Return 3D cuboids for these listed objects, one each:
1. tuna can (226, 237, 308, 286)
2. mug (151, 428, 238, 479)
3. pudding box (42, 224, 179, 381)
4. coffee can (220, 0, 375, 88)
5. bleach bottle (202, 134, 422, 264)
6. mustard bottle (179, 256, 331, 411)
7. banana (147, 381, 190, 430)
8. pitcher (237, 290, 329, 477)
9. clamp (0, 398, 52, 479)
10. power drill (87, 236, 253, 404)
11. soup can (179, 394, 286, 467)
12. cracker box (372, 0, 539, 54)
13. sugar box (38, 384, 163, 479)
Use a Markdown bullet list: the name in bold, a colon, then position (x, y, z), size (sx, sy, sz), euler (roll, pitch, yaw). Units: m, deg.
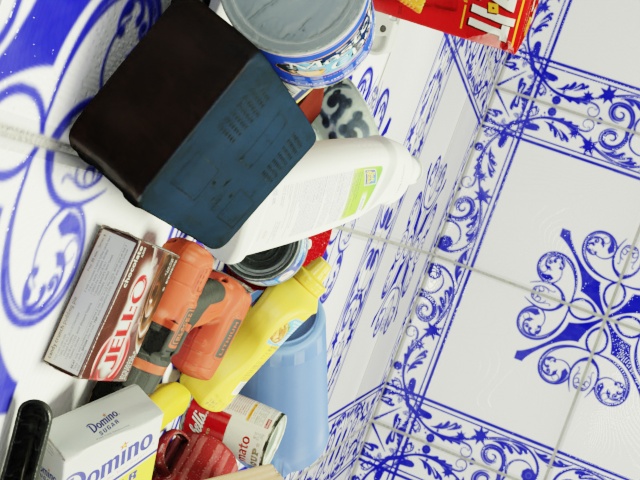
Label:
- **tuna can**: position (-0.057, 0.001, 1.067), size (0.033, 0.086, 0.086), euler (40, 71, -75)
- **mug**: position (-0.142, 0.249, 1.128), size (0.117, 0.093, 0.081), euler (64, 32, -28)
- **pudding box**: position (-0.157, 0.051, 0.813), size (0.090, 0.039, 0.113), euler (38, 73, -77)
- **coffee can**: position (-0.012, -0.173, 0.782), size (0.140, 0.103, 0.103), euler (16, 94, -85)
- **bleach bottle**: position (0.003, -0.048, 1.027), size (0.250, 0.068, 0.103), euler (-12, 133, -42)
- **mustard bottle**: position (-0.060, 0.091, 1.109), size (0.191, 0.058, 0.096), euler (-46, 169, 2)
- **banana**: position (-0.163, 0.174, 0.998), size (0.197, 0.037, 0.070), euler (-30, 139, -71)
- **pitcher**: position (-0.052, 0.156, 1.285), size (0.144, 0.149, 0.243), euler (-32, 145, -29)
- **clamp**: position (-0.229, 0.205, 0.754), size (0.120, 0.039, 0.172), euler (-52, 159, -50)
- **power drill**: position (-0.131, 0.090, 0.951), size (0.184, 0.057, 0.187), euler (-62, 169, 1)
- **soup can**: position (-0.097, 0.206, 1.191), size (0.068, 0.102, 0.068), euler (21, 90, -78)
- **cracker box**: position (0.111, -0.287, 1.023), size (0.164, 0.214, 0.072), euler (96, 19, -49)
- **sugar box**: position (-0.183, 0.205, 0.854), size (0.093, 0.048, 0.176), euler (-21, 140, -40)
